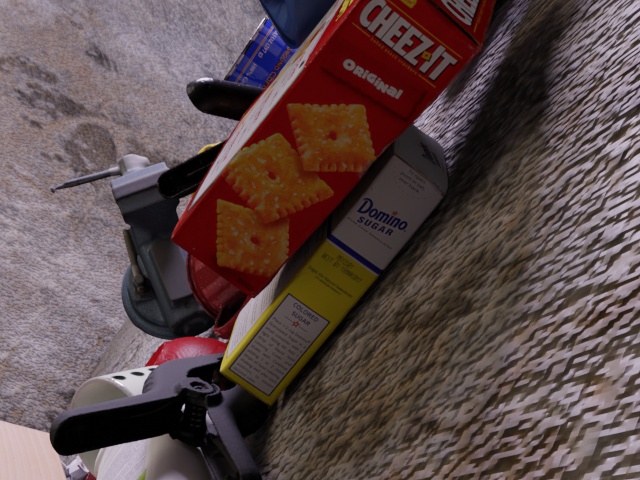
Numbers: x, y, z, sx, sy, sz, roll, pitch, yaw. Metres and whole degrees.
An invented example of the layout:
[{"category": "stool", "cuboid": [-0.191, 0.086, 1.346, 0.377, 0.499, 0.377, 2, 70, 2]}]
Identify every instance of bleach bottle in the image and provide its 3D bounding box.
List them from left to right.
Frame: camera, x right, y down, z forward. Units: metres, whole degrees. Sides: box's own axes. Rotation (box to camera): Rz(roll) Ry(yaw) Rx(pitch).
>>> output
[{"category": "bleach bottle", "cuboid": [-0.105, 0.173, 0.640, 0.103, 0.068, 0.251, -55, 11, 11]}]

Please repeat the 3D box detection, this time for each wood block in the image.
[{"category": "wood block", "cuboid": [-0.260, 0.221, 0.856, 0.090, 0.090, 0.206, -67, 23, 3]}]

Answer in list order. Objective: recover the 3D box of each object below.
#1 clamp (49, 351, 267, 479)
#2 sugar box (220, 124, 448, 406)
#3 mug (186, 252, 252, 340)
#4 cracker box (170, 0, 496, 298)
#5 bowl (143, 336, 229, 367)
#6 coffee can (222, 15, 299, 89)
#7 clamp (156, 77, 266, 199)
[{"category": "clamp", "cuboid": [-0.069, 0.108, 0.639, 0.171, 0.120, 0.039, -29, -39, -67]}, {"category": "sugar box", "cuboid": [0.009, 0.011, 0.660, 0.176, 0.048, 0.093, -49, 10, 20]}, {"category": "mug", "cuboid": [-0.045, 0.020, 0.776, 0.082, 0.093, 0.117, -36, 23, 53]}, {"category": "cracker box", "cuboid": [0.014, -0.088, 0.630, 0.214, 0.072, 0.164, -46, 12, 34]}, {"category": "bowl", "cuboid": [-0.140, 0.143, 0.948, 0.162, 0.055, 0.162, -54, 9, 12]}, {"category": "coffee can", "cuboid": [-0.024, -0.140, 1.057, 0.103, 0.140, 0.103, -54, 9, 12]}, {"category": "clamp", "cuboid": [-0.022, -0.095, 0.816, 0.209, 0.036, 0.165, -17, -16, -15]}]
